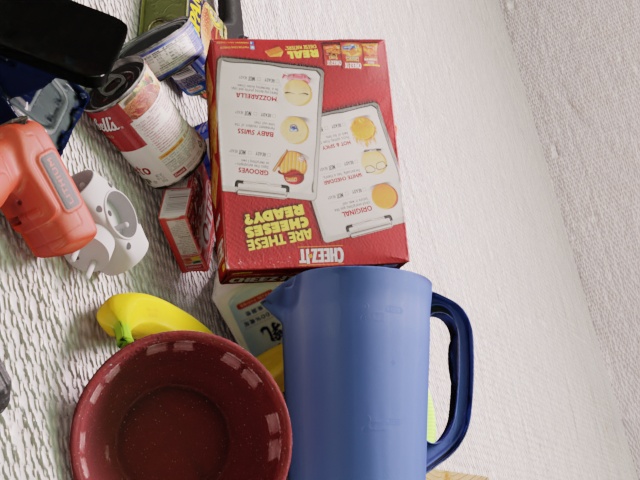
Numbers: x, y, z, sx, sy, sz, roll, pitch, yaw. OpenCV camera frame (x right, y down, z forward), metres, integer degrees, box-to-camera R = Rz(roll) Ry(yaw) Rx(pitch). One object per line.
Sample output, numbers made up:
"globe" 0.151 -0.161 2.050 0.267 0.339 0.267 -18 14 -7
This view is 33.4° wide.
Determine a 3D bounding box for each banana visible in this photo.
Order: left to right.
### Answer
"banana" -0.129 0.079 0.877 0.070 0.037 0.197 61 13 24

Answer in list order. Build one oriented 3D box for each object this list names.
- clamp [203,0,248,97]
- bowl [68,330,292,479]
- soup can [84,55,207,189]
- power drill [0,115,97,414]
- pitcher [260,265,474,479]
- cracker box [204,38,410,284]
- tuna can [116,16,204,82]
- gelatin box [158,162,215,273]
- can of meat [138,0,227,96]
"clamp" -0.090 -0.209 1.224 0.164 0.036 0.210 56 28 -30
"bowl" -0.105 0.149 0.792 0.055 0.162 0.162 142 -68 -71
"soup can" -0.154 -0.103 0.942 0.102 0.069 0.068 53 28 -37
"power drill" -0.222 0.005 0.705 0.184 0.057 0.187 65 22 -12
"pitcher" 0.041 0.149 0.897 0.144 0.149 0.243 26 60 -58
"cracker box" -0.016 -0.072 0.962 0.072 0.164 0.214 126 -40 -72
"tuna can" -0.151 -0.172 0.985 0.033 0.086 0.086 62 23 -23
"gelatin box" -0.119 -0.027 0.985 0.089 0.030 0.073 -85 166 -44
"can of meat" -0.138 -0.209 1.088 0.083 0.057 0.102 49 31 -48
